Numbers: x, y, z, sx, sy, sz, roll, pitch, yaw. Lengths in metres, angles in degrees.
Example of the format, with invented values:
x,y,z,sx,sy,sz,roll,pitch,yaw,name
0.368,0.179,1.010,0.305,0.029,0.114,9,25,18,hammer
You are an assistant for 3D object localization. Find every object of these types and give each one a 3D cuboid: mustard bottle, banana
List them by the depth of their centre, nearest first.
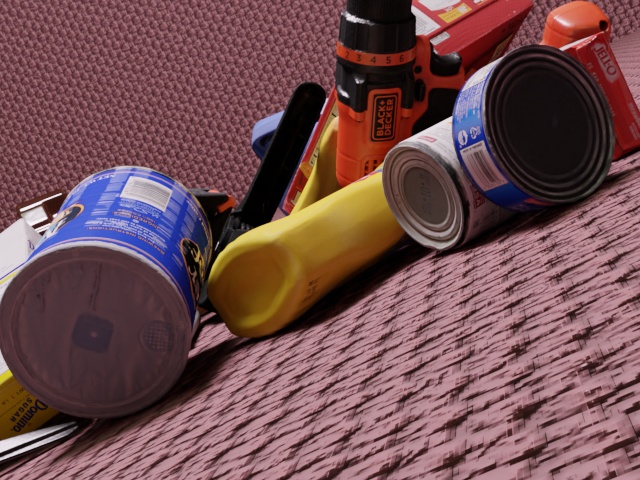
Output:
x,y,z,sx,sy,sz,roll,pitch,yaw,name
0.023,-0.008,0.668,0.191,0.058,0.096,-29,-8,-40,mustard bottle
-0.003,-0.028,0.841,0.069,0.037,0.198,-47,-11,-51,banana

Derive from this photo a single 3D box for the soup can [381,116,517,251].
x,y,z,sx,sy,sz,roll,pitch,yaw,name
0.094,-0.044,0.617,0.102,0.068,0.069,-29,5,-30,soup can

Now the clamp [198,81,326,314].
x,y,z,sx,sy,sz,roll,pitch,yaw,name
-0.055,0.001,0.799,0.164,0.036,0.210,-78,16,-47,clamp

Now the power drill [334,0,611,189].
x,y,z,sx,sy,sz,roll,pitch,yaw,name
0.100,-0.122,0.731,0.187,0.184,0.057,-5,31,-14,power drill

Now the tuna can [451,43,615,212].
x,y,z,sx,sy,sz,roll,pitch,yaw,name
0.113,-0.058,0.568,0.086,0.086,0.034,-29,3,-29,tuna can

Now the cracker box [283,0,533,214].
x,y,z,sx,sy,sz,roll,pitch,yaw,name
0.071,-0.109,0.894,0.163,0.072,0.214,-36,-20,-41,cracker box

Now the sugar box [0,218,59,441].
x,y,z,sx,sy,sz,roll,pitch,yaw,name
-0.212,0.064,0.697,0.093,0.048,0.176,-36,32,5,sugar box

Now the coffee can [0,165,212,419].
x,y,z,sx,sy,sz,roll,pitch,yaw,name
-0.120,0.025,0.626,0.103,0.103,0.140,-26,19,9,coffee can
